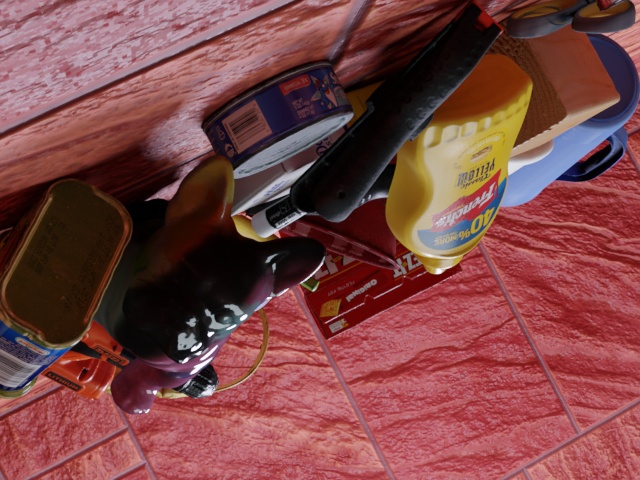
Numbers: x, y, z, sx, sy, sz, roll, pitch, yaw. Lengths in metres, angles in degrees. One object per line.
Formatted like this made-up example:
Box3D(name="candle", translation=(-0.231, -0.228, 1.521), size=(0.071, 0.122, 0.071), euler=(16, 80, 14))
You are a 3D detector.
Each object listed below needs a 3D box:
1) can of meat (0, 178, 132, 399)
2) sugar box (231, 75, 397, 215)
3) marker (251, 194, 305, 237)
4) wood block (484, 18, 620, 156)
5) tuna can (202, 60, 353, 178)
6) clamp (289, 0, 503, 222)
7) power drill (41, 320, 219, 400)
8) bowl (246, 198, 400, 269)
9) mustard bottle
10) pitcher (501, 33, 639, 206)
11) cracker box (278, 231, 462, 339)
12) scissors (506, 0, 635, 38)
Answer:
Box3D(name="can of meat", translation=(-0.153, 0.025, 0.579), size=(0.084, 0.057, 0.102), euler=(-34, -150, 47))
Box3D(name="sugar box", translation=(0.010, -0.075, 0.773), size=(0.175, 0.048, 0.094), euler=(-21, 173, -37))
Box3D(name="marker", translation=(-0.002, -0.034, 0.746), size=(0.121, 0.020, 0.020), euler=(-29, 177, 36))
Box3D(name="wood block", translation=(0.173, -0.127, 0.895), size=(0.091, 0.090, 0.205), euler=(-30, 176, 28))
Box3D(name="tuna can", translation=(-0.024, -0.070, 0.629), size=(0.086, 0.034, 0.086), euler=(-27, 177, -2))
Box3D(name="clamp", translation=(0.045, -0.074, 0.639), size=(0.171, 0.039, 0.120), euler=(-49, -165, 6))
Box3D(name="power drill", translation=(-0.217, 0.121, 1.121), size=(0.188, 0.184, 0.057), euler=(-25, -144, 52))
Box3D(name="bowl", translation=(0.005, -0.027, 0.959), size=(0.162, 0.162, 0.055), euler=(123, -11, -84))
Box3D(name="mustard bottle", translation=(0.094, -0.041, 0.778), size=(0.096, 0.058, 0.192), euler=(-26, 146, -22))
Box3D(name="pitcher", translation=(0.250, -0.128, 1.156), size=(0.149, 0.145, 0.243), euler=(-25, 174, -18))
Box3D(name="cracker box", translation=(0.043, -0.003, 1.195), size=(0.164, 0.072, 0.214), euler=(-28, -151, 2))
Box3D(name="scissors", translation=(0.221, -0.179, 0.791), size=(0.201, 0.016, 0.096), euler=(-25, -152, -34))
